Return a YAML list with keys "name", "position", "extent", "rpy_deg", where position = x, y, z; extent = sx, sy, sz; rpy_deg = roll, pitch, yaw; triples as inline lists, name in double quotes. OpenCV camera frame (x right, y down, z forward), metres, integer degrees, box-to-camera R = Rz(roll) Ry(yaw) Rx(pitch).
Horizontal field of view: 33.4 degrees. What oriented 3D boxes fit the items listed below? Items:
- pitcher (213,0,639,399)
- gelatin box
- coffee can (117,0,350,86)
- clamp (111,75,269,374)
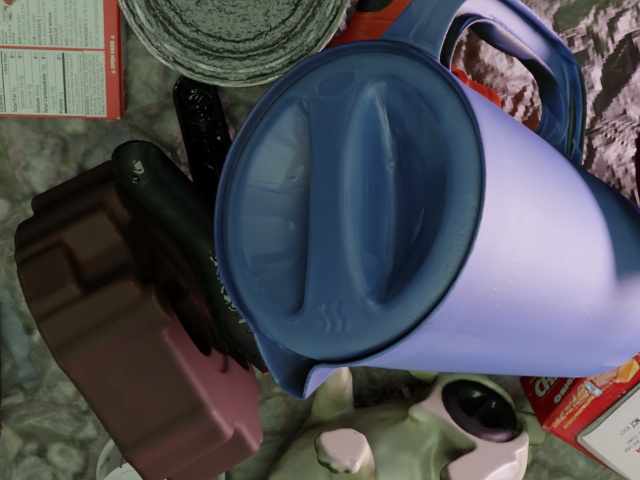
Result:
- name: "pitcher"
  position: [0.080, -0.006, 0.509]
  extent: [0.149, 0.145, 0.242]
  rpy_deg: [-30, 153, 30]
- name: "gelatin box"
  position: [-0.150, -0.104, 0.573]
  extent: [0.089, 0.030, 0.073]
  rpy_deg: [1, 111, -3]
- name: "coffee can"
  position: [-0.039, -0.137, 0.507]
  extent: [0.103, 0.140, 0.103]
  rpy_deg: [-1, 110, -2]
- name: "clamp"
  position: [-0.054, 0.001, 0.559]
  extent: [0.039, 0.120, 0.171]
  rpy_deg: [-18, 103, 25]
